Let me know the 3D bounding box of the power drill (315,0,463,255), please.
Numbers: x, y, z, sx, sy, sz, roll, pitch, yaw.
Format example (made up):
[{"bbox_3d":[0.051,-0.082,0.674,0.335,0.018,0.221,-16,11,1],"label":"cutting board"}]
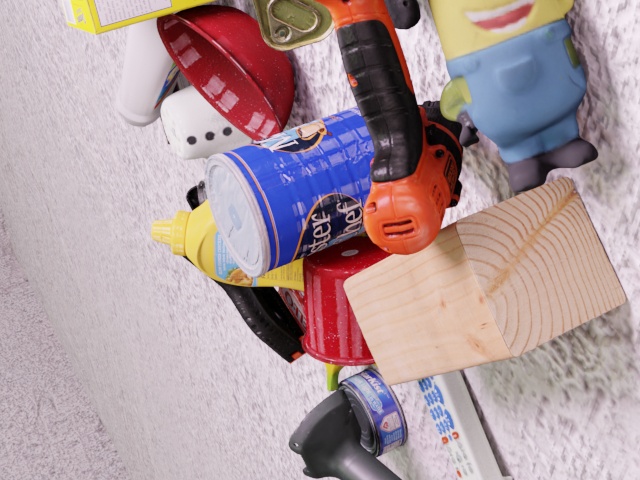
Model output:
[{"bbox_3d":[0.046,-0.106,0.665,0.184,0.057,0.187,-67,-38,-61],"label":"power drill"}]

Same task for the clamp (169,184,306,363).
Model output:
[{"bbox_3d":[-0.082,0.036,1.103,0.210,0.036,0.164,51,-167,-20],"label":"clamp"}]

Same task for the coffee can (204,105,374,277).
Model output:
[{"bbox_3d":[-0.009,-0.042,0.863,0.103,0.140,0.103,51,153,38],"label":"coffee can"}]

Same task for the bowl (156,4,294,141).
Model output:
[{"bbox_3d":[-0.076,-0.162,0.982,0.162,0.055,0.162,41,166,12],"label":"bowl"}]

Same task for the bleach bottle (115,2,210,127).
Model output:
[{"bbox_3d":[-0.171,-0.199,1.130,0.068,0.102,0.251,29,151,-4],"label":"bleach bottle"}]

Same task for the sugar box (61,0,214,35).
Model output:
[{"bbox_3d":[-0.131,-0.225,0.931,0.093,0.176,0.048,32,136,58],"label":"sugar box"}]

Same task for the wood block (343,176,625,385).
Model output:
[{"bbox_3d":[0.102,0.035,0.740,0.090,0.090,0.206,67,159,5],"label":"wood block"}]

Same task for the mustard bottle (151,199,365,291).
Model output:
[{"bbox_3d":[-0.056,0.001,0.958,0.096,0.191,0.058,93,-177,-46],"label":"mustard bottle"}]

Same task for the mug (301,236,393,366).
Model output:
[{"bbox_3d":[0.038,0.049,0.881,0.117,0.093,0.081,10,116,31],"label":"mug"}]

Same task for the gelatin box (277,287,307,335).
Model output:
[{"bbox_3d":[-0.011,0.066,1.124,0.089,0.030,0.073,58,157,26],"label":"gelatin box"}]

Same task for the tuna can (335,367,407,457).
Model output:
[{"bbox_3d":[0.050,0.174,1.076,0.086,0.033,0.086,50,153,38],"label":"tuna can"}]

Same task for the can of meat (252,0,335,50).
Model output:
[{"bbox_3d":[-0.030,-0.207,0.792,0.084,0.057,0.102,-107,1,-49],"label":"can of meat"}]
